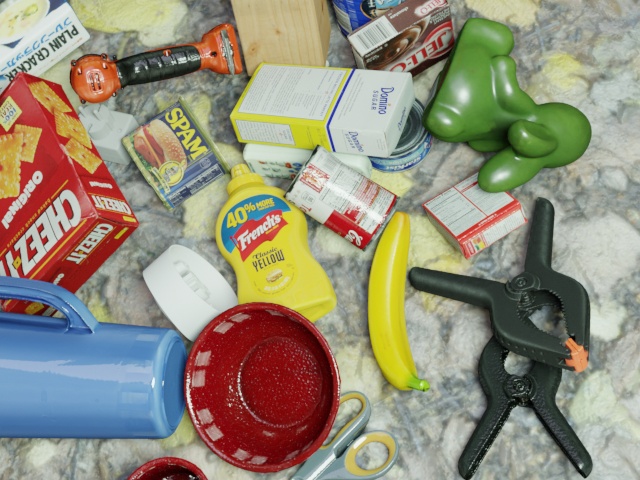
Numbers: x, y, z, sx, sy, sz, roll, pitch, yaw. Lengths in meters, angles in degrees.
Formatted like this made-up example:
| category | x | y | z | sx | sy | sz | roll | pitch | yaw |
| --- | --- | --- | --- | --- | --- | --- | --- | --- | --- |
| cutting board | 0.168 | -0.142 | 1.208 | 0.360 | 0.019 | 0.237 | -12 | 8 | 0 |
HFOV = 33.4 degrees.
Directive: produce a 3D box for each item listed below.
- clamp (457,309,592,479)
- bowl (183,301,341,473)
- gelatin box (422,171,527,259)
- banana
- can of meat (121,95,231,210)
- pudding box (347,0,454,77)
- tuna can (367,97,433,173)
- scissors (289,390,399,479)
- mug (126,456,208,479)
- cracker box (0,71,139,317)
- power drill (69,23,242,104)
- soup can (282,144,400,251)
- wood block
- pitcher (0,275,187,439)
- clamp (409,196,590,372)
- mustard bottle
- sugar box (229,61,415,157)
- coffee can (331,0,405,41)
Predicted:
| category | x | y | z | sx | sy | sz | roll | pitch | yaw |
| --- | --- | --- | --- | --- | --- | --- | --- | --- | --- |
| clamp | 0.198 | 0.148 | 1.004 | 0.120 | 0.039 | 0.171 | 6 | 67 | 12 |
| bowl | -0.049 | 0.139 | 1.032 | 0.162 | 0.055 | 0.162 | -1 | 88 | 20 |
| gelatin box | 0.155 | -0.027 | 1.079 | 0.073 | 0.030 | 0.089 | -31 | 32 | -4 |
| banana | 0.075 | 0.069 | 1.056 | 0.070 | 0.037 | 0.198 | -31 | 52 | 37 |
| can of meat | -0.159 | -0.095 | 1.178 | 0.084 | 0.057 | 0.102 | -34 | 67 | -3 |
| pudding box | 0.090 | -0.215 | 1.164 | 0.113 | 0.090 | 0.039 | -29 | 62 | -2 |
| tuna can | 0.078 | -0.118 | 1.153 | 0.086 | 0.033 | 0.086 | -5 | 65 | 9 |
| scissors | -0.001 | 0.237 | 1.016 | 0.096 | 0.016 | 0.201 | 28 | 74 | 22 |
| mug | -0.122 | 0.255 | 0.996 | 0.117 | 0.081 | 0.093 | -12 | 64 | 6 |
| cracker box | -0.309 | -0.048 | 1.146 | 0.164 | 0.072 | 0.214 | -44 | 61 | 21 |
| power drill | -0.189 | -0.197 | 1.200 | 0.187 | 0.184 | 0.057 | -16 | 106 | -9 |
| soup can | 0.021 | -0.044 | 1.092 | 0.102 | 0.068 | 0.068 | 33 | 74 | -3 |
| wood block | -0.049 | -0.290 | 1.152 | 0.090 | 0.206 | 0.090 | -2 | 43 | 10 |
| pitcher | -0.260 | 0.126 | 1.053 | 0.243 | 0.149 | 0.145 | 2 | 66 | 9 |
| clamp | 0.201 | 0.043 | 1.021 | 0.164 | 0.036 | 0.210 | -34 | 41 | -7 |
| mustard bottle | -0.057 | 0.001 | 1.113 | 0.096 | 0.058 | 0.192 | -24 | 63 | 5 |
| sugar box | 0.003 | -0.140 | 1.131 | 0.176 | 0.048 | 0.093 | 10 | 54 | 21 |
| coffee can | 0.056 | -0.293 | 1.179 | 0.103 | 0.140 | 0.103 | -4 | 65 | 9 |
